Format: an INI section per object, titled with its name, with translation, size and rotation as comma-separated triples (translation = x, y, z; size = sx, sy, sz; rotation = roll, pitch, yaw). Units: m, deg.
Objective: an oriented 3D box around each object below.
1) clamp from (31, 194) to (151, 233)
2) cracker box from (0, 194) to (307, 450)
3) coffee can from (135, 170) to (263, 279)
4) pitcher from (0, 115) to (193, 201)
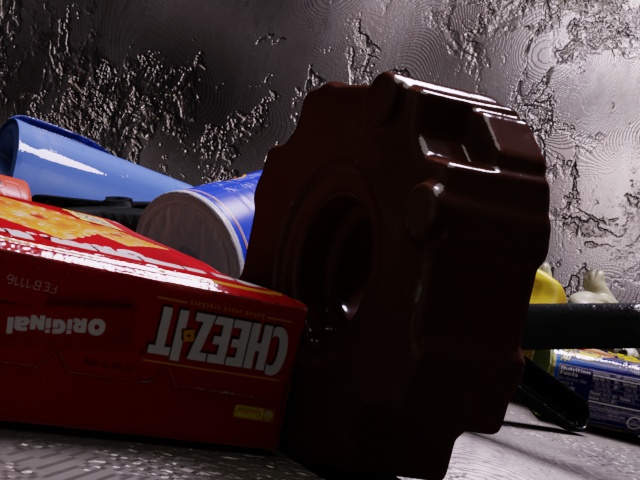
[clamp]
translation = -0.171, -0.015, 0.851
size = 0.171, 0.039, 0.120
rotation = 1, 16, 7
[cracker box]
translation = -0.129, 0.024, 0.484
size = 0.163, 0.072, 0.214
rotation = 12, 2, -31
[coffee can]
translation = -0.055, 0.001, 0.811
size = 0.103, 0.103, 0.140
rotation = 14, 20, 34
[pitcher]
translation = -0.264, -0.051, 1.231
size = 0.242, 0.149, 0.145
rotation = 17, -6, -32
